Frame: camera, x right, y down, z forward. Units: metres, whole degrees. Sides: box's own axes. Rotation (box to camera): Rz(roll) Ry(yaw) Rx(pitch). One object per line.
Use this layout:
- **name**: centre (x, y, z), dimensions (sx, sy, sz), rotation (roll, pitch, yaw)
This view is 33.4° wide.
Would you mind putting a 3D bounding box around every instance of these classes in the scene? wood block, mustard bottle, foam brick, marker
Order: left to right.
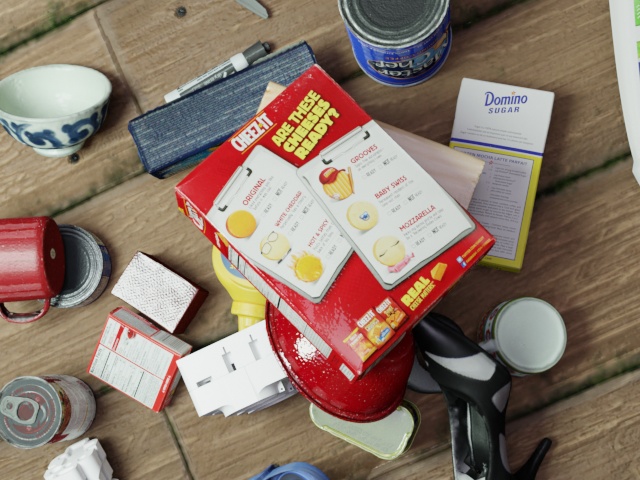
- **foam brick**: centre (-0.160, 0.053, 1.073), dimensions (0.078, 0.051, 0.053), rotation (33, 88, 10)
- **marker**: centre (-0.105, -0.172, 1.106), dimensions (0.121, 0.020, 0.020), rotation (-30, 81, 4)
- **mustard bottle**: centre (-0.057, 0.001, 1.061), dimensions (0.096, 0.058, 0.191), rotation (9, 85, 4)
- **wood block**: centre (0.037, -0.062, 0.985), dimensions (0.206, 0.091, 0.090), rotation (21, 85, 6)

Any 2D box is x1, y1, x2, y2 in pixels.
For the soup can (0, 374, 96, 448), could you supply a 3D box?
- **soup can**: centre (-0.268, 0.166, 1.049), dimensions (0.068, 0.102, 0.068), rotation (-1, 84, 7)

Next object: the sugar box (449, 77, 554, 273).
- **sugar box**: centre (0.167, -0.064, 1.045), dimensions (0.093, 0.048, 0.176), rotation (12, 82, 10)

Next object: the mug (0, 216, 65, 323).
- **mug**: centre (-0.298, 0.030, 1.046), dimensions (0.081, 0.093, 0.117), rotation (-4, 114, 2)

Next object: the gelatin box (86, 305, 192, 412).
- **gelatin box**: centre (-0.181, 0.118, 1.067), dimensions (0.089, 0.030, 0.073), rotation (28, 113, 10)

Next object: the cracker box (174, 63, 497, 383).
- **cracker box**: centre (0.011, -0.013, 0.887), dimensions (0.164, 0.072, 0.214), rotation (-43, 81, -15)

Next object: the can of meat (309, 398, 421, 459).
- **can of meat**: centre (0.042, 0.167, 1.016), dimensions (0.102, 0.084, 0.057), rotation (24, 87, 10)

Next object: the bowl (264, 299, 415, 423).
- **bowl**: centre (0.031, 0.078, 0.951), dimensions (0.055, 0.161, 0.162), rotation (-42, 78, 39)

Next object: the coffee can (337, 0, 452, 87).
- **coffee can**: centre (0.074, -0.214, 1.025), dimensions (0.103, 0.140, 0.103), rotation (-1, 84, 7)

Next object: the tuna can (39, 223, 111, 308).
- **tuna can**: centre (-0.260, 0.027, 1.098), dimensions (0.086, 0.033, 0.086), rotation (-1, 84, 8)
